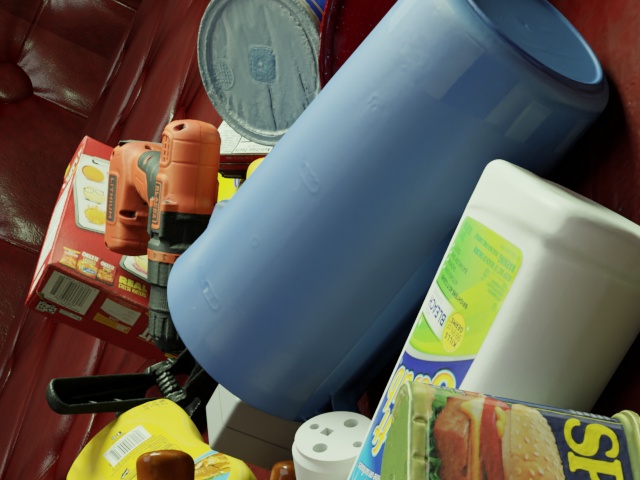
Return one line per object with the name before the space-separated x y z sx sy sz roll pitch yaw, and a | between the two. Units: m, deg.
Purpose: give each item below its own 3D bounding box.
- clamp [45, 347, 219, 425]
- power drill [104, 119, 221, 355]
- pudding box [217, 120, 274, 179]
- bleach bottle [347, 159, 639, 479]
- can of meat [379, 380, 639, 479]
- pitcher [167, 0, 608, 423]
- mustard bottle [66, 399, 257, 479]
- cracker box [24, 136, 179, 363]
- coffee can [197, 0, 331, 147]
clamp | -0.126 0.115 0.820 0.036 0.164 0.210 62 160 20
power drill | -0.133 -0.011 0.896 0.188 0.057 0.184 18 101 64
pudding box | -0.035 -0.102 0.887 0.090 0.039 0.113 6 60 45
bleach bottle | 0.054 0.096 0.452 0.251 0.068 0.103 -65 18 11
can of meat | 0.064 0.099 0.357 0.102 0.084 0.057 -84 6 -48
pitcher | 0.037 -0.015 0.555 0.243 0.149 0.145 -50 9 32
mustard bottle | -0.091 0.176 0.702 0.096 0.058 0.192 -37 32 -20
cracker box | -0.190 0.010 1.065 0.072 0.164 0.213 -52 23 31
coffee can | 0.004 -0.128 0.693 0.140 0.103 0.103 -29 -16 -47
